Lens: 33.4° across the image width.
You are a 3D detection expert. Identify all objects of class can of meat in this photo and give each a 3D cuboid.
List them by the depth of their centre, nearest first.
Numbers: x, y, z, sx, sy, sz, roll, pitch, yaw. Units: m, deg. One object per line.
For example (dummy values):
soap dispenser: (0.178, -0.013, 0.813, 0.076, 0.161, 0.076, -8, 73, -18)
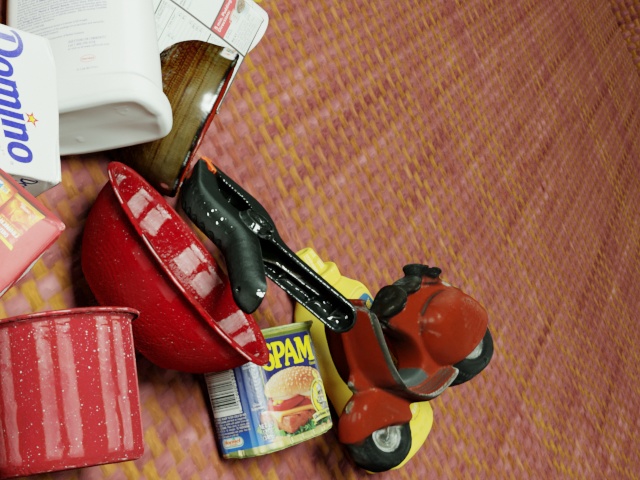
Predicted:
can of meat: (-0.039, 0.108, 0.776, 0.101, 0.058, 0.084, -4, 79, -59)

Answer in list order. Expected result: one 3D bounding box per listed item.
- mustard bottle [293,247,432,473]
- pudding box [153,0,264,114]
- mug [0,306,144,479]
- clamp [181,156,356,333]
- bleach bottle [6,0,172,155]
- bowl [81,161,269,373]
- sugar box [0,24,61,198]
mustard bottle: (0.027, 0.092, 0.895, 0.191, 0.058, 0.096, 62, 35, -14)
pudding box: (-0.104, -0.161, 0.807, 0.113, 0.039, 0.090, 32, 82, -46)
mug: (-0.138, 0.086, 0.595, 0.117, 0.093, 0.081, 32, 48, -74)
clamp: (-0.055, 0.001, 0.756, 0.172, 0.039, 0.120, 45, 11, 26)
bleach bottle: (-0.155, -0.183, 0.707, 0.068, 0.102, 0.251, 63, 20, -66)
bowl: (-0.102, 0.029, 0.679, 0.162, 0.055, 0.162, 53, 4, -6)
sugar box: (-0.222, -0.081, 0.557, 0.175, 0.048, 0.093, 8, 67, -43)
